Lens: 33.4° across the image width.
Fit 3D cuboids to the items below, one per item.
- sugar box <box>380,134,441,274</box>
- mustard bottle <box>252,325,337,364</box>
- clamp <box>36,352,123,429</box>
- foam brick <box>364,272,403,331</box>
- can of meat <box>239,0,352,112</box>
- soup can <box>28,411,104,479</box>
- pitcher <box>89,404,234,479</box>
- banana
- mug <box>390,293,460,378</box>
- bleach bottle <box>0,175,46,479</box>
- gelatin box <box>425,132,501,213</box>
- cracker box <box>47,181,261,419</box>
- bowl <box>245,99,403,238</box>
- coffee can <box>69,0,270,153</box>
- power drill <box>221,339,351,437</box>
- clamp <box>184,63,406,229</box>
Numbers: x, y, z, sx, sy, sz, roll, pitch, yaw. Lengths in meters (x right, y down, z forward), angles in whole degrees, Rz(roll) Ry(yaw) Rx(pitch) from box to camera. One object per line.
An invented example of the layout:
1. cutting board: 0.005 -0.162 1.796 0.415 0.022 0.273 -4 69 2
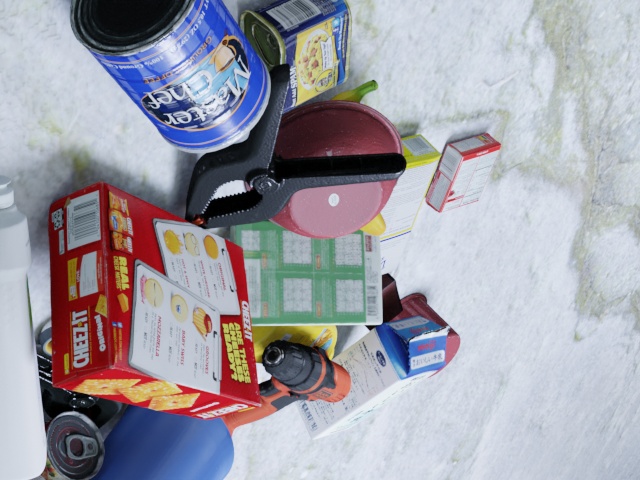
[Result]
1. sugar box: 0.066 -0.032 1.203 0.093 0.048 0.176 -16 142 -36
2. mustard bottle: -0.033 0.114 1.243 0.096 0.058 0.191 -42 149 9
3. clamp: -0.220 0.136 1.021 0.120 0.039 0.171 -5 149 2
4. foam brick: 0.062 0.066 1.306 0.051 0.053 0.078 -38 147 -12
5. can of meat: -0.021 -0.166 0.932 0.083 0.057 0.102 -31 147 -26
6. soup can: -0.269 0.212 1.037 0.102 0.068 0.068 -26 161 33
7. pitcher: -0.191 0.276 1.077 0.145 0.149 0.242 -29 -167 29
8. banana: 0.028 -0.077 1.083 0.198 0.070 0.037 83 19 -44
9. mug: 0.137 0.138 1.448 0.093 0.082 0.117 -40 148 -8
10. bleach bottle: -0.263 0.067 0.872 0.068 0.103 0.251 -4 112 -20
11. gelatin box: 0.171 -0.081 1.282 0.073 0.030 0.089 -19 140 -38
12. cracker box: -0.145 0.062 0.945 0.072 0.164 0.213 -18 156 25
13. bowl: 0.010 -0.055 1.038 0.162 0.055 0.162 -7 131 -9
14. coffee can: -0.110 -0.144 0.809 0.103 0.103 0.140 -43 148 -3
15. power drill: -0.074 0.172 1.194 0.188 0.057 0.184 -23 154 16
16. clamp: -0.052 -0.070 0.948 0.210 0.036 0.164 -23 136 27
